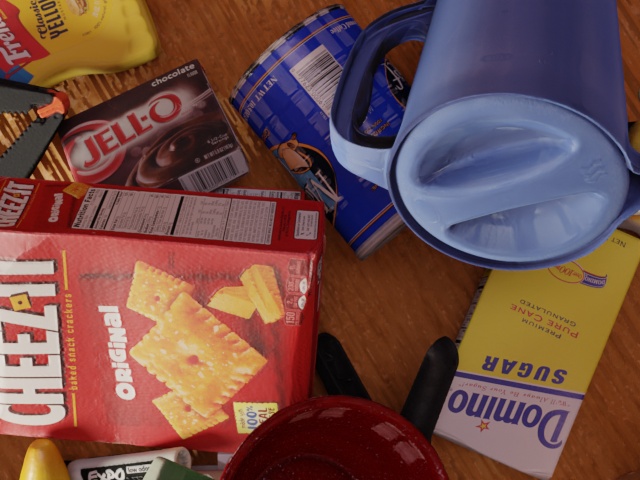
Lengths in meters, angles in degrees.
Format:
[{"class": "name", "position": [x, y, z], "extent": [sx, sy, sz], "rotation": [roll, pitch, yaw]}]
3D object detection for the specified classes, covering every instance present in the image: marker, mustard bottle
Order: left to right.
[{"class": "mustard bottle", "position": [-0.216, -0.142, 0.747], "extent": [0.191, 0.058, 0.096], "rotation": [-21, 92, -2]}, {"class": "marker", "position": [-0.140, 0.152, 0.711], "extent": [0.121, 0.020, 0.020], "rotation": [-11, 83, 28]}]

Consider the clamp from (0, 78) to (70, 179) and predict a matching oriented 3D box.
[{"class": "clamp", "position": [-0.272, -0.062, 0.717], "extent": [0.210, 0.036, 0.164], "rotation": [-29, 108, 4]}]

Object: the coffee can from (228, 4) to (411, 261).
[{"class": "coffee can", "position": [0.022, -0.072, 0.717], "extent": [0.103, 0.103, 0.140], "rotation": [-40, 85, -4]}]

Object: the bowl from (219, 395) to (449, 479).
[{"class": "bowl", "position": [0.001, 0.176, 0.649], "extent": [0.161, 0.055, 0.162], "rotation": [4, 80, -22]}]

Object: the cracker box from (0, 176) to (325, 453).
[{"class": "cracker box", "position": [-0.108, 0.052, 0.682], "extent": [0.213, 0.072, 0.164], "rotation": [4, 121, 0]}]

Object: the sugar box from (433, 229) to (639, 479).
[{"class": "sugar box", "position": [0.145, 0.065, 0.731], "extent": [0.093, 0.048, 0.176], "rotation": [22, 83, 2]}]

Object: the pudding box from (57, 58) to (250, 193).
[{"class": "pudding box", "position": [-0.116, -0.063, 0.733], "extent": [0.113, 0.039, 0.090], "rotation": [-25, 59, -4]}]

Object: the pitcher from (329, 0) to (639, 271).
[{"class": "pitcher", "position": [0.112, -0.112, 0.654], "extent": [0.149, 0.145, 0.242], "rotation": [36, 44, -23]}]

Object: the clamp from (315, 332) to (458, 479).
[{"class": "clamp", "position": [0.053, 0.139, 0.702], "extent": [0.039, 0.120, 0.171], "rotation": [-11, 87, -40]}]
